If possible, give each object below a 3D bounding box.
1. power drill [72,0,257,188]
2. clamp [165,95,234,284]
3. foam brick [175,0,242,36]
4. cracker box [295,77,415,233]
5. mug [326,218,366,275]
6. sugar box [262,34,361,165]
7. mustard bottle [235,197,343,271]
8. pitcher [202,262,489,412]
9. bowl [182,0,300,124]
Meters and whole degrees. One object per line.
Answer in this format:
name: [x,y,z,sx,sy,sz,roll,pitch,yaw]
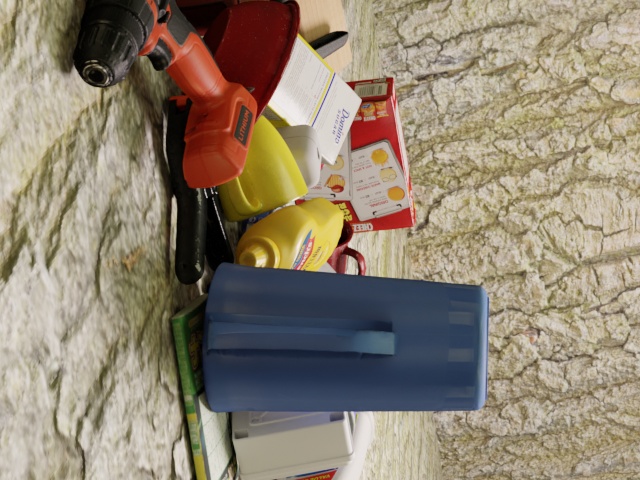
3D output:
power drill: [-0.117,-0.131,0.830,0.184,0.057,0.187,-80,152,-43]
clamp: [-0.112,-0.042,0.941,0.120,0.039,0.171,-72,152,-78]
foam brick: [-0.109,-0.239,1.046,0.078,0.051,0.053,35,49,-77]
cracker box: [0.038,-0.115,1.496,0.072,0.164,0.213,-79,160,-54]
mug: [0.003,0.024,1.331,0.093,0.117,0.081,-48,149,-51]
sugar box: [-0.028,-0.166,1.195,0.176,0.048,0.093,42,68,-51]
mustard bottle: [-0.038,0.008,1.067,0.096,0.058,0.191,-55,169,16]
pitcher: [0.022,0.088,0.921,0.149,0.243,0.145,-77,165,-52]
bowl: [-0.083,-0.164,0.996,0.162,0.055,0.162,-49,-154,34]
